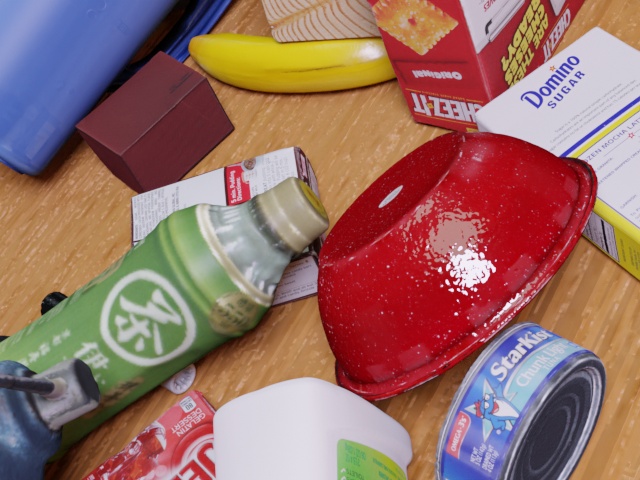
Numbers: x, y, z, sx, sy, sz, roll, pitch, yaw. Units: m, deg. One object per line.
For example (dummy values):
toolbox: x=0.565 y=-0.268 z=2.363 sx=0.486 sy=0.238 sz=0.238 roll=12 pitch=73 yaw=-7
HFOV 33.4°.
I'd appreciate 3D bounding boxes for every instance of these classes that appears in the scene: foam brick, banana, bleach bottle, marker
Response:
foam brick: x=-0.106 y=-0.073 z=0.692 sx=0.078 sy=0.051 sz=0.053 roll=-44 pitch=51 yaw=-15
banana: x=-0.001 y=-0.124 z=0.703 sx=0.198 sy=0.037 sz=0.069 roll=-5 pitch=34 yaw=17
bleach bottle: x=0.007 y=0.186 z=0.418 sx=0.068 sy=0.102 sz=0.251 roll=-23 pitch=53 yaw=23
marker: x=-0.120 y=0.056 z=0.614 sx=0.121 sy=0.020 sz=0.020 roll=22 pitch=64 yaw=35

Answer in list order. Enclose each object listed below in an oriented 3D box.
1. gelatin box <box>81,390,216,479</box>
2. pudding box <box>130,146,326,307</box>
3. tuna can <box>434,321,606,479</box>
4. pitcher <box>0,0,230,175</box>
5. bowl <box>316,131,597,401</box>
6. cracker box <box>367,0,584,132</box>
gelatin box: x=-0.074 y=0.128 z=0.530 sx=0.089 sy=0.030 sz=0.073 roll=-38 pitch=49 yaw=-10
pudding box: x=-0.054 y=0.001 z=0.620 sx=0.113 sy=0.039 sz=0.090 roll=-18 pitch=49 yaw=11
tuna can: x=0.088 y=0.081 z=0.464 sx=0.034 sy=0.086 sz=0.086 roll=27 pitch=66 yaw=34
pitcher: x=-0.156 y=-0.162 z=0.702 sx=0.149 sy=0.145 sz=0.243 roll=34 pitch=85 yaw=-4
bowl: x=0.050 y=-0.001 z=0.511 sx=0.162 sy=0.055 sz=0.162 roll=-41 pitch=14 yaw=12
cracker box: x=0.085 y=-0.190 z=0.598 sx=0.072 sy=0.213 sz=0.164 roll=16 pitch=60 yaw=34
